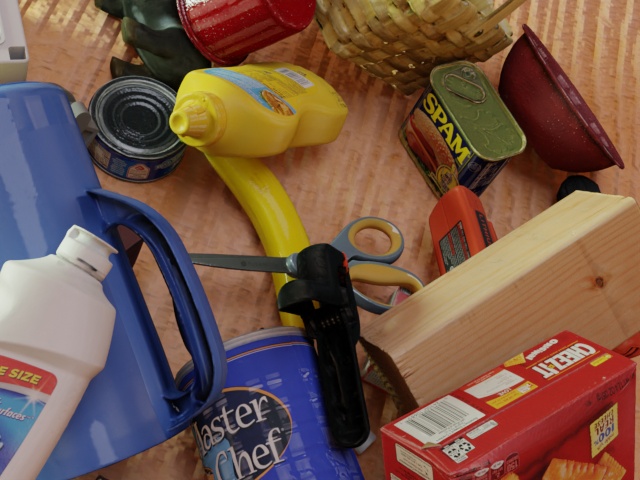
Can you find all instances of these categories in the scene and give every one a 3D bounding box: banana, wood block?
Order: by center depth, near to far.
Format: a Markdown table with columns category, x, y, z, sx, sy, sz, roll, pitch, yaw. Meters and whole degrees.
| category | x | y | z | sx | sy | sz | roll | pitch | yaw |
| --- | --- | --- | --- | --- | --- | --- | --- | --- | --- |
| wood block | 0.142 | 0.056 | 0.774 | 0.206 | 0.090 | 0.091 | -31 | 102 | -10 |
| banana | -0.044 | -0.008 | 0.853 | 0.069 | 0.037 | 0.198 | -21 | 74 | -37 |

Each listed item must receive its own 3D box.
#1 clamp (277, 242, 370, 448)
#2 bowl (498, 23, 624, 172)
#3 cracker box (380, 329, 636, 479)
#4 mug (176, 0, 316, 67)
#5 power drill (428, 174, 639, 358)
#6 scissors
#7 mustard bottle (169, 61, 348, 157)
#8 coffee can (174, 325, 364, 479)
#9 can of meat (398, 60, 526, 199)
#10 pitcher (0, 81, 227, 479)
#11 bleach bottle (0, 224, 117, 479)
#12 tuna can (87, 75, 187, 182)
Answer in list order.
| category | x | y | z | sx | sy | sz | roll | pitch | yaw |
| --- | --- | --- | --- | --- | --- | --- | --- | --- | --- |
| clamp | 0.008 | 0.061 | 0.727 | 0.039 | 0.171 | 0.120 | -11 | 104 | 10 |
| bowl | 0.211 | -0.118 | 0.981 | 0.162 | 0.055 | 0.162 | 47 | 21 | -24 |
| cracker box | 0.131 | 0.189 | 0.701 | 0.163 | 0.214 | 0.072 | -22 | 28 | -29 |
| mug | -0.060 | -0.211 | 0.881 | 0.093 | 0.082 | 0.117 | -1 | 79 | -54 |
| power drill | 0.187 | 0.007 | 0.908 | 0.187 | 0.057 | 0.184 | 9 | 50 | -25 |
| scissors | -0.009 | 0.006 | 0.829 | 0.201 | 0.016 | 0.096 | 18 | 51 | -16 |
| mustard bottle | -0.058 | -0.103 | 0.842 | 0.096 | 0.058 | 0.191 | 33 | 23 | 17 |
| coffee can | -0.031 | 0.143 | 0.729 | 0.102 | 0.103 | 0.140 | -10 | 65 | -26 |
| can of meat | 0.122 | -0.092 | 0.940 | 0.057 | 0.084 | 0.102 | -19 | 69 | -29 |
| pitcher | -0.169 | 0.026 | 0.674 | 0.149 | 0.145 | 0.243 | -18 | 91 | -27 |
| bleach bottle | -0.197 | 0.100 | 0.577 | 0.102 | 0.068 | 0.251 | 32 | 81 | -2 |
| tuna can | -0.149 | -0.091 | 0.868 | 0.086 | 0.034 | 0.086 | 9 | 58 | -15 |
